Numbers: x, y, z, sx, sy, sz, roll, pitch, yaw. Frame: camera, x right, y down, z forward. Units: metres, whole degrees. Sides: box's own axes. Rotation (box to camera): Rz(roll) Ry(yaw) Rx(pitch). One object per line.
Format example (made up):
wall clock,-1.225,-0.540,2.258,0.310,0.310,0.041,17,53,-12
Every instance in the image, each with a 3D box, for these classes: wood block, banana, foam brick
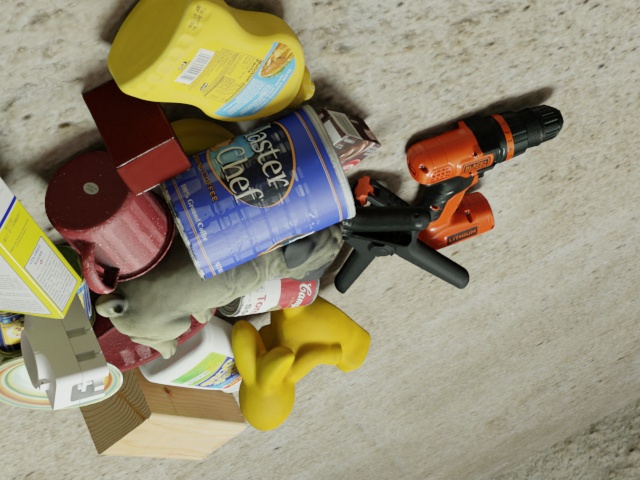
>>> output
wood block,-0.194,0.210,1.326,0.090,0.091,0.205,-37,153,16
banana,-0.097,-0.069,0.969,0.070,0.037,0.197,-25,156,17
foam brick,-0.144,-0.085,0.842,0.053,0.078,0.051,-27,153,-3

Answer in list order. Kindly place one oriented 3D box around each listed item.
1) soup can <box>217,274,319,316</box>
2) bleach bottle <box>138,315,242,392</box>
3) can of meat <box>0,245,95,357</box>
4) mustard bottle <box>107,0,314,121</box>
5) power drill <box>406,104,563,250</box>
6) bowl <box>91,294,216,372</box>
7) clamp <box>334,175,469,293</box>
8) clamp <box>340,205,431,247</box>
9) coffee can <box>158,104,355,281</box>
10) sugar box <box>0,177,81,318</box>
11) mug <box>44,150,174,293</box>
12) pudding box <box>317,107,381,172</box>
soup can,-0.062,0.045,1.177,0.102,0.068,0.069,-7,147,-36
bleach bottle,-0.121,0.141,1.305,0.103,0.068,0.250,-35,156,13
can of meat,-0.268,0.056,1.008,0.102,0.057,0.084,-19,151,-19
mustard bottle,-0.068,-0.139,0.839,0.096,0.058,0.191,-47,149,23
power drill,0.176,-0.072,1.209,0.184,0.057,0.188,-17,150,-14
bowl,-0.192,0.080,1.114,0.162,0.055,0.162,-27,162,-9
clamp,0.083,0.001,1.211,0.165,0.036,0.210,0,146,11
clamp,0.029,-0.022,1.090,0.171,0.039,0.120,5,164,-13
coffee can,-0.054,-0.040,0.894,0.140,0.103,0.103,-23,154,-5
sugar box,-0.264,-0.008,0.813,0.093,0.048,0.176,6,144,22
mug,-0.183,-0.013,0.904,0.093,0.117,0.081,-1,153,15
pudding box,-0.001,-0.081,1.011,0.090,0.039,0.113,-37,166,16
